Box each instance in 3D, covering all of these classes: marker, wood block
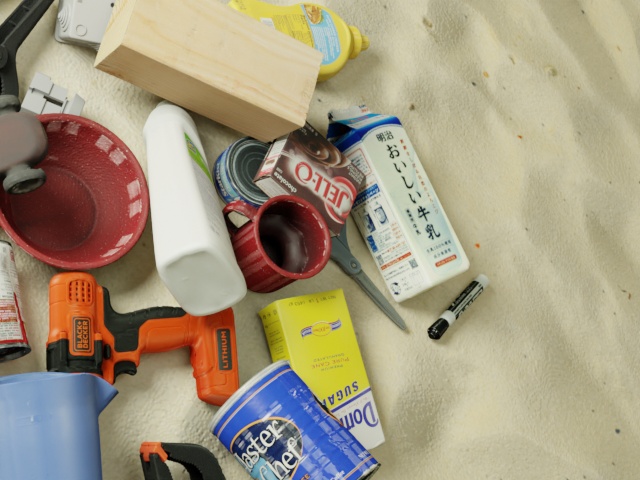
[{"bbox_3d":[0.166,0.081,1.288,0.020,0.020,0.120,52,53,-5],"label":"marker"},{"bbox_3d":[-0.113,-0.187,1.102,0.205,0.091,0.090,22,74,-25],"label":"wood block"}]

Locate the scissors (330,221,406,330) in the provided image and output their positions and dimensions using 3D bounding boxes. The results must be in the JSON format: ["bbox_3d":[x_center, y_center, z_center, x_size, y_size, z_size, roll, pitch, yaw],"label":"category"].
[{"bbox_3d":[0.037,0.011,1.235,0.201,0.016,0.096,37,56,-16],"label":"scissors"}]

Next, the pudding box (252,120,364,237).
[{"bbox_3d":[-0.011,-0.068,1.178,0.113,0.039,0.090,39,55,-24],"label":"pudding box"}]

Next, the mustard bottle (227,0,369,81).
[{"bbox_3d":[-0.022,-0.236,1.269,0.191,0.058,0.096,-7,73,-34],"label":"mustard bottle"}]

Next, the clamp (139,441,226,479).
[{"bbox_3d":[-0.113,0.259,1.015,0.171,0.039,0.120,41,50,-25],"label":"clamp"}]

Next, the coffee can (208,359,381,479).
[{"bbox_3d":[-0.025,0.201,1.040,0.140,0.103,0.102,46,51,15],"label":"coffee can"}]

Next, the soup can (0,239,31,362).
[{"bbox_3d":[-0.304,0.057,0.965,0.068,0.069,0.102,-4,73,-34],"label":"soup can"}]

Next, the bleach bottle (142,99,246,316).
[{"bbox_3d":[-0.137,-0.049,1.082,0.102,0.068,0.251,62,9,-46],"label":"bleach bottle"}]

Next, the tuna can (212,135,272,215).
[{"bbox_3d":[-0.074,-0.072,1.186,0.086,0.034,0.086,12,65,-28],"label":"tuna can"}]

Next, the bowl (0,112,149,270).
[{"bbox_3d":[-0.252,-0.041,1.046,0.161,0.055,0.162,12,65,-28],"label":"bowl"}]

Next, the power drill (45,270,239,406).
[{"bbox_3d":[-0.172,0.123,1.030,0.187,0.057,0.184,6,72,-32],"label":"power drill"}]

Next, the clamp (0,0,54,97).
[{"bbox_3d":[-0.329,-0.187,1.024,0.164,0.036,0.210,31,67,-62],"label":"clamp"}]

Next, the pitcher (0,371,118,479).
[{"bbox_3d":[-0.251,0.234,0.887,0.144,0.149,0.243,7,74,-66],"label":"pitcher"}]

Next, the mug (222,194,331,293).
[{"bbox_3d":[-0.057,0.001,1.137,0.117,0.082,0.093,37,56,-16],"label":"mug"}]

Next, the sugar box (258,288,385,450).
[{"bbox_3d":[0.002,0.146,1.140,0.093,0.048,0.176,-9,76,-35],"label":"sugar box"}]
